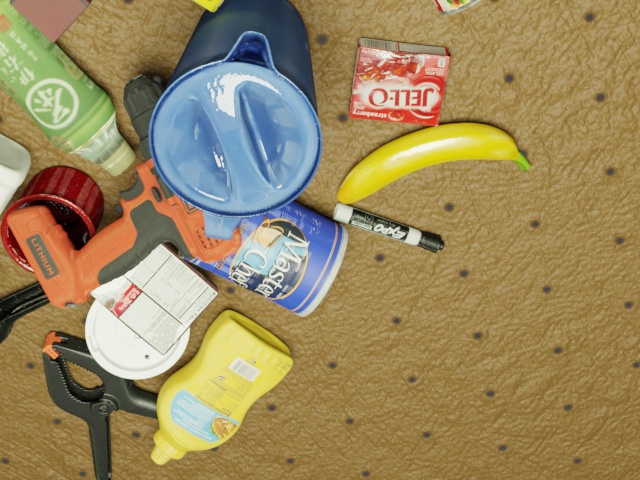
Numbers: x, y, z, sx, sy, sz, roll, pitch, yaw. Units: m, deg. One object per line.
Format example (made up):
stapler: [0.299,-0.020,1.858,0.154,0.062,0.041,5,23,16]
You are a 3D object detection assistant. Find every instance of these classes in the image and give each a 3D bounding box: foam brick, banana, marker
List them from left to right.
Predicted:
foam brick: [-0.235,-0.224,0.959,0.051,0.078,0.053,-40,110,21]
marker: [0.072,-0.012,1.109,0.121,0.020,0.020,18,118,-9]
banana: [0.109,-0.080,1.060,0.198,0.037,0.069,-9,118,6]

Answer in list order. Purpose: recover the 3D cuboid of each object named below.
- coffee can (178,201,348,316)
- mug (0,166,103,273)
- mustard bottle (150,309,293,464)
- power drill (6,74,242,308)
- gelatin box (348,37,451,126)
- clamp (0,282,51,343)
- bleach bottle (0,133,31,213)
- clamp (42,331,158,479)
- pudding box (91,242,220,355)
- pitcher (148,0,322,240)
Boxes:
coffee can: [-0.057,0.001,1.070,0.140,0.103,0.103,27,116,-14]
mug: [-0.261,-0.013,1.077,0.093,0.081,0.117,-11,119,7]
mustard bottle: [-0.123,0.173,1.174,0.096,0.058,0.192,35,102,-24]
power drill: [-0.188,-0.035,0.982,0.188,0.057,0.184,-27,90,6]
gelatin box: [0.075,-0.151,1.024,0.089,0.030,0.073,6,120,-3]
clamp: [-0.346,0.079,1.144,0.120,0.039,0.172,8,141,-39]
bleach bottle: [-0.375,0.013,1.058,0.068,0.102,0.251,29,104,-15]
clamp: [-0.249,0.190,1.217,0.165,0.036,0.210,-38,115,16]
pudding box: [-0.172,0.048,1.085,0.113,0.039,0.090,43,87,-19]
pitcher: [-0.068,-0.122,0.919,0.149,0.243,0.145,-31,115,17]
